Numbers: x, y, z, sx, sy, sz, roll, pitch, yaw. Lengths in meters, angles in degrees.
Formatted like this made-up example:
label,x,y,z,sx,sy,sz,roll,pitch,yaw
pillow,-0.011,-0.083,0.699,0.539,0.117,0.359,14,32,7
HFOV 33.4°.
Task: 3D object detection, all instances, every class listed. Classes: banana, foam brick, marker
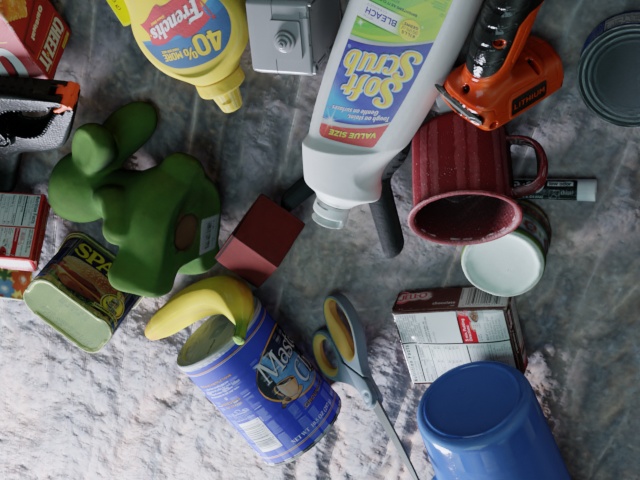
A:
label,x,y,z,sx,sy,sz,roll,pitch,yaw
banana,-0.115,0.066,1.050,0.037,0.069,0.198,47,153,-20
foam brick,-0.056,0.001,0.989,0.051,0.053,0.078,35,156,-4
marker,0.175,-0.045,0.918,0.121,0.020,0.020,2,123,18

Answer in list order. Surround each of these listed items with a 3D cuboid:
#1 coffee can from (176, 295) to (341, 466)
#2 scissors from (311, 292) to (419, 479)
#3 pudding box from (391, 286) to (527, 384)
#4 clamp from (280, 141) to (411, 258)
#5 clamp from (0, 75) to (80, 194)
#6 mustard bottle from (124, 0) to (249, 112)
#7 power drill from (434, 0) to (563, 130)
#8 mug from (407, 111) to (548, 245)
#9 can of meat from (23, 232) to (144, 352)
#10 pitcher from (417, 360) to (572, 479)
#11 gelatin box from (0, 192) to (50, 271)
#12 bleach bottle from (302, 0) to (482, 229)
label,x,y,z,sx,sy,sz,roll,pitch,yaw
coffee can,-0.061,0.140,1.068,0.103,0.102,0.140,-28,110,31
scissors,0.038,0.149,1.023,0.096,0.016,0.202,-46,58,53
pudding box,0.132,0.091,1.010,0.114,0.039,0.090,-4,123,24
clamp,0.042,-0.064,0.937,0.120,0.039,0.172,27,127,3
clamp,-0.303,-0.111,0.974,0.210,0.036,0.164,-18,142,42
mustard bottle,-0.109,-0.186,0.846,0.096,0.058,0.191,-13,122,20
power drill,0.161,-0.181,0.769,0.057,0.184,0.188,45,149,28
mug,0.127,-0.055,0.872,0.117,0.081,0.093,-13,150,24
can of meat,-0.239,0.053,1.085,0.102,0.083,0.058,38,126,-7
pitcher,0.166,0.237,1.009,0.145,0.149,0.242,2,132,35
gelatin box,-0.318,-0.010,1.058,0.089,0.073,0.030,4,155,1
bleach bottle,0.052,-0.120,0.849,0.103,0.068,0.251,26,115,13
